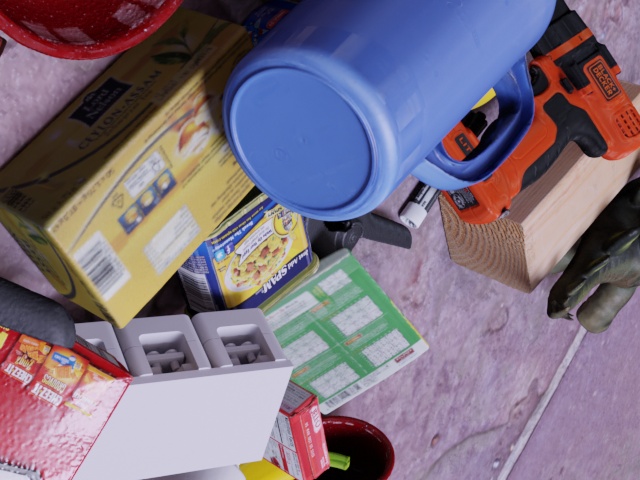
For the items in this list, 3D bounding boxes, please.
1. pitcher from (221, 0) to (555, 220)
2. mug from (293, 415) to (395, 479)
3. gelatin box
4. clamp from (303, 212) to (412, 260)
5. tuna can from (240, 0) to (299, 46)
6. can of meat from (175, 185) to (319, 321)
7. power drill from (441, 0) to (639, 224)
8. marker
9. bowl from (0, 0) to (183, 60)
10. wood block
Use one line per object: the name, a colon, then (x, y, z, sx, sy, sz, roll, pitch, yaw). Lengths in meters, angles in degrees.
pitcher: (0.051, -0.108, 0.651, 0.242, 0.149, 0.145, -50, 159, -44)
mug: (0.017, 0.214, 0.882, 0.093, 0.117, 0.081, -8, 125, -14)
gelatin box: (-0.036, 0.129, 0.787, 0.030, 0.089, 0.073, -37, 134, -32)
clamp: (0.009, 0.002, 0.818, 0.120, 0.039, 0.171, -58, 143, -15)
tuna can: (-0.022, -0.118, 0.719, 0.085, 0.034, 0.086, -27, 128, -40)
can of meat: (-0.055, 0.001, 0.724, 0.102, 0.058, 0.084, -39, 133, -31)
power drill: (0.163, -0.115, 0.881, 0.187, 0.057, 0.184, -35, 92, -19)
marker: (0.108, -0.063, 0.917, 0.121, 0.020, 0.020, -55, 141, -15)
bowl: (-0.129, -0.176, 0.540, 0.161, 0.055, 0.162, -27, 128, -40)
wood block: (0.210, -0.060, 0.983, 0.205, 0.091, 0.090, -44, 138, -27)
